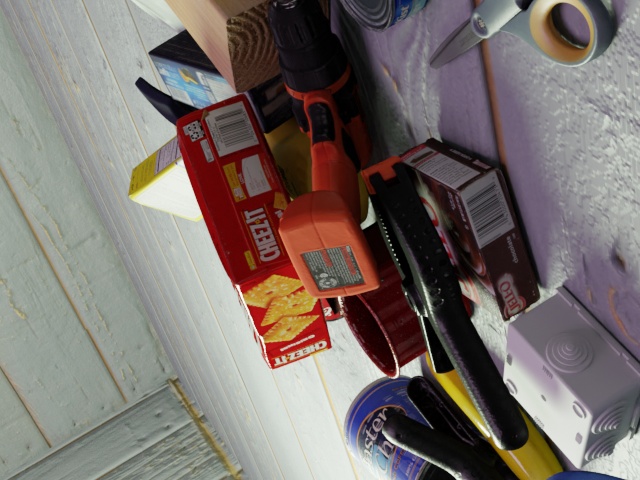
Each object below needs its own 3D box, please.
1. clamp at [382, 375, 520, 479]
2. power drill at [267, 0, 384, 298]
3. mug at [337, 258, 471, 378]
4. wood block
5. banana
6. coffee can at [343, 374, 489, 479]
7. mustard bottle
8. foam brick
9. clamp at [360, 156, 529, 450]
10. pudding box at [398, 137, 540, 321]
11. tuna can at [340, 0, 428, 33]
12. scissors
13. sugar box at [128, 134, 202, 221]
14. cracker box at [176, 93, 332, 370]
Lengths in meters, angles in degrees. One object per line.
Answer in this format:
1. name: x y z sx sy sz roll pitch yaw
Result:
1. clamp: 0.124 0.187 0.906 0.171 0.039 0.120 40 -156 15
2. power drill: 0.003 -0.067 0.785 0.184 0.057 0.187 63 -158 -50
3. mug: 0.072 0.061 0.904 0.093 0.081 0.117 53 163 26
4. wood block: -0.086 -0.230 0.860 0.206 0.090 0.090 53 164 26
5. banana: 0.149 0.155 0.914 0.198 0.037 0.069 52 163 29
6. coffee can: 0.099 0.206 1.045 0.140 0.102 0.103 34 150 58
7. mustard bottle: -0.028 -0.081 1.009 0.192 0.058 0.096 41 161 52
8. foam brick: 0.036 0.023 0.961 0.051 0.078 0.053 58 167 6
9. clamp: 0.080 0.038 0.776 0.210 0.036 0.164 65 175 -10
10. pudding box: 0.104 -0.009 0.753 0.090 0.039 0.113 36 152 59
11. tuna can: 0.034 -0.178 0.677 0.086 0.033 0.086 54 164 23
12. scissors: 0.107 -0.112 0.596 0.096 0.016 0.202 57 165 13
13. sugar box: -0.127 -0.078 1.152 0.177 0.093 0.048 -29 51 47
14. cracker box: -0.056 0.001 0.933 0.214 0.072 0.164 80 168 -64
